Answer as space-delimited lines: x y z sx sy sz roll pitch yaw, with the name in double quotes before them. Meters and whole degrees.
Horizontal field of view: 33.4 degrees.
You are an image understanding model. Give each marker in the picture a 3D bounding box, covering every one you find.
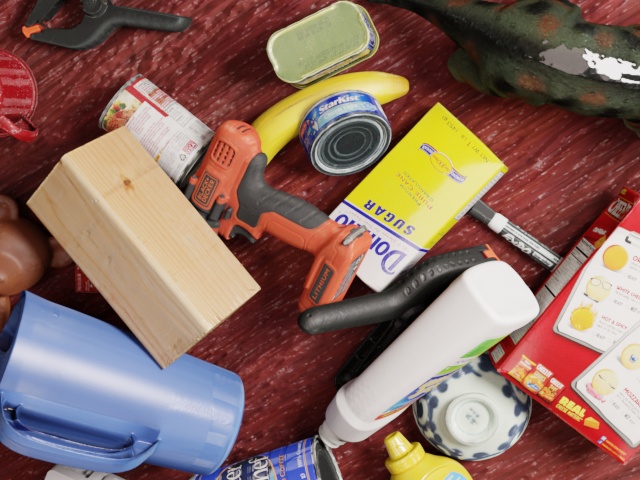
"marker" 0.196 -0.003 1.059 0.121 0.020 0.020 35 100 1

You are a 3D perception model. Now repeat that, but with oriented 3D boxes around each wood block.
"wood block" -0.168 0.006 1.018 0.206 0.090 0.090 50 131 1

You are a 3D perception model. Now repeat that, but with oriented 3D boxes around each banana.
"banana" -0.009 -0.121 1.054 0.198 0.069 0.037 -31 53 12

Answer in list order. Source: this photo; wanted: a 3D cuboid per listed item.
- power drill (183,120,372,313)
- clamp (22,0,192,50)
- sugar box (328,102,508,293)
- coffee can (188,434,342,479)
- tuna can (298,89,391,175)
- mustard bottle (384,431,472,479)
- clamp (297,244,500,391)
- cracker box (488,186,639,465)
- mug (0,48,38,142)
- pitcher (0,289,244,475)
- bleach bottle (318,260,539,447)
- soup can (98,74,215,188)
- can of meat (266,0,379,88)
"power drill" -0.057 0.001 1.041 0.188 0.057 0.185 34 122 11
"clamp" -0.214 -0.233 1.069 0.172 0.039 0.120 -30 89 16
"sugar box" 0.088 -0.039 1.047 0.176 0.048 0.093 -46 77 8
"coffee can" -0.052 0.267 1.083 0.140 0.102 0.103 -20 95 9
"tuna can" 0.024 -0.103 1.032 0.086 0.086 0.034 -30 53 10
"mustard bottle" 0.121 0.277 1.073 0.096 0.058 0.191 -33 94 -27
"clamp" 0.082 0.072 1.049 0.210 0.164 0.036 -27 58 -9
"cracker box" 0.291 0.081 1.024 0.164 0.072 0.214 36 99 -9
"mug" -0.335 -0.140 1.074 0.117 0.081 0.093 44 100 0
"pitcher" -0.201 0.154 1.034 0.242 0.145 0.149 21 73 -20
"bleach bottle" 0.090 0.122 1.031 0.251 0.102 0.068 -45 70 31
"soup can" -0.160 -0.108 1.064 0.102 0.068 0.068 38 100 0
"can of meat" 0.002 -0.188 1.025 0.102 0.084 0.057 -25 94 10
